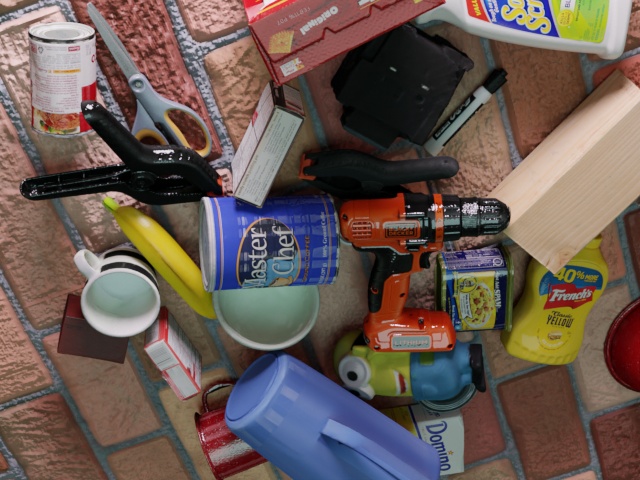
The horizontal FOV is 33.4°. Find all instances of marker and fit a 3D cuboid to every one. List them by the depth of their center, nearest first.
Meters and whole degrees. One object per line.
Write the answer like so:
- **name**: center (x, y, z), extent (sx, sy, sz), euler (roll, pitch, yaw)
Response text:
- **marker**: center (0.161, -0.142, 1.174), extent (0.020, 0.020, 0.121), euler (37, 107, -22)

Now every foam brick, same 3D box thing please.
- **foam brick**: center (-0.259, 0.102, 1.231), extent (0.078, 0.051, 0.053), euler (12, 114, -13)

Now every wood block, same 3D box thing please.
- **wood block**: center (0.294, -0.076, 1.185), extent (0.090, 0.090, 0.206), euler (37, 108, -22)

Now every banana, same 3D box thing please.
- **banana**: center (-0.165, 0.025, 1.195), extent (0.037, 0.070, 0.197), euler (-40, 115, -2)

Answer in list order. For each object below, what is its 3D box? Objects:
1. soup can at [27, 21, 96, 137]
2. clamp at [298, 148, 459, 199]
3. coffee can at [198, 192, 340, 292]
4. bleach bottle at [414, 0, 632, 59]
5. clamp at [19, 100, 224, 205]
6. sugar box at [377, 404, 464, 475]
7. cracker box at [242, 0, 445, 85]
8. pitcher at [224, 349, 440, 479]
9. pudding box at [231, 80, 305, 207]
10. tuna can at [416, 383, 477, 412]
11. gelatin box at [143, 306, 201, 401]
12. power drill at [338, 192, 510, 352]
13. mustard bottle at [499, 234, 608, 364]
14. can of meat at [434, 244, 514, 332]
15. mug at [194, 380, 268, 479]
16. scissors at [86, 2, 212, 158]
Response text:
- **soup can**: center (-0.262, -0.164, 1.085), extent (0.068, 0.068, 0.102), euler (1, 116, -8)
- **clamp**: center (0.065, -0.071, 1.165), extent (0.171, 0.039, 0.120), euler (12, 147, -13)
- **coffee can**: center (-0.058, 0.001, 1.163), extent (0.140, 0.103, 0.103), euler (-3, 117, -12)
- **bleach bottle**: center (0.189, -0.245, 1.100), extent (0.250, 0.068, 0.102), euler (2, 109, -6)
- **clamp**: center (-0.189, -0.080, 1.113), extent (0.209, 0.036, 0.165), euler (7, 148, -29)
- **sugar box**: center (0.094, 0.261, 1.359), extent (0.176, 0.048, 0.093), euler (-7, 118, -2)
- **cracker box**: center (0.010, -0.241, 0.995), extent (0.164, 0.214, 0.072), euler (-26, 117, 6)
- **pitcher**: center (0.017, 0.232, 1.223), extent (0.242, 0.145, 0.149), euler (38, 117, -20)
- **pudding box**: center (-0.057, -0.103, 1.128), extent (0.039, 0.090, 0.114), euler (19, 113, -16)
- **tuna can**: center (0.153, 0.171, 1.326), extent (0.086, 0.034, 0.086), euler (-3, 117, -6)
- **gelatin box**: center (-0.172, 0.133, 1.245), extent (0.030, 0.073, 0.089), euler (-26, 118, 7)
- **power drill**: center (0.114, 0.034, 1.180), extent (0.184, 0.057, 0.188), euler (-1, 119, 4)
- **mustard bottle**: center (0.289, 0.055, 1.269), extent (0.096, 0.058, 0.192), euler (10, 115, -14)
- **can of meat**: center (0.180, 0.060, 1.260), extent (0.084, 0.057, 0.102), euler (-4, 117, -2)
- **mug**: center (-0.104, 0.228, 1.302), extent (0.081, 0.093, 0.117), euler (-21, 82, -1)
- **scissors**: center (-0.201, -0.148, 1.129), extent (0.096, 0.016, 0.201), euler (-41, 114, 14)
